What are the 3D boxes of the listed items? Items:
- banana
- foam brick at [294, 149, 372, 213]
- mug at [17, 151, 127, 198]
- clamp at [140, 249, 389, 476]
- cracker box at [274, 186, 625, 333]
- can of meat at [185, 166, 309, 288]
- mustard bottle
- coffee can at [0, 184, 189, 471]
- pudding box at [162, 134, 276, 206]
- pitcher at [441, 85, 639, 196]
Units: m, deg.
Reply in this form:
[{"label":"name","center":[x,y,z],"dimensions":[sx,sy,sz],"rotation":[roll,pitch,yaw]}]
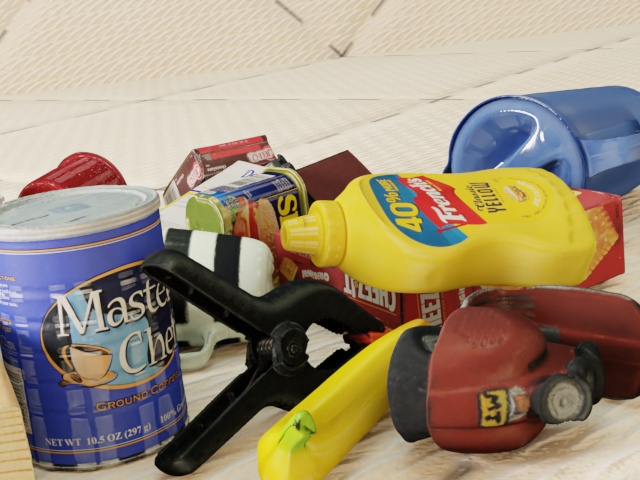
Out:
[{"label":"banana","center":[0.012,0.091,0.563],"dimensions":[0.070,0.037,0.197],"rotation":[-40,-5,23]},{"label":"foam brick","center":[0.005,-0.033,0.892],"dimensions":[0.078,0.053,0.051],"rotation":[-25,64,-43]},{"label":"mug","center":[-0.241,-0.027,1.072],"dimensions":[0.117,0.093,0.081],"rotation":[34,29,6]},{"label":"clamp","center":[-0.032,0.054,0.614],"dimensions":[0.171,0.120,0.039],"rotation":[-14,10,-42]},{"label":"cracker box","center":[0.097,0.008,0.811],"dimensions":[0.213,0.072,0.164],"rotation":[-16,18,-31]},{"label":"can of meat","center":[-0.056,0.001,0.842],"dimensions":[0.083,0.102,0.058],"rotation":[-20,20,-38]},{"label":"mustard bottle","center":[0.069,-0.007,0.673],"dimensions":[0.191,0.058,0.096],"rotation":[-3,39,-18]},{"label":"coffee can","center":[-0.135,0.047,0.619],"dimensions":[0.103,0.140,0.103],"rotation":[-5,15,1]},{"label":"pudding box","center":[-0.109,-0.065,1.133],"dimensions":[0.089,0.039,0.114],"rotation":[-14,-15,-32]},{"label":"pitcher","center":[0.242,-0.082,0.996],"dimensions":[0.149,0.145,0.242],"rotation":[39,33,24]}]
